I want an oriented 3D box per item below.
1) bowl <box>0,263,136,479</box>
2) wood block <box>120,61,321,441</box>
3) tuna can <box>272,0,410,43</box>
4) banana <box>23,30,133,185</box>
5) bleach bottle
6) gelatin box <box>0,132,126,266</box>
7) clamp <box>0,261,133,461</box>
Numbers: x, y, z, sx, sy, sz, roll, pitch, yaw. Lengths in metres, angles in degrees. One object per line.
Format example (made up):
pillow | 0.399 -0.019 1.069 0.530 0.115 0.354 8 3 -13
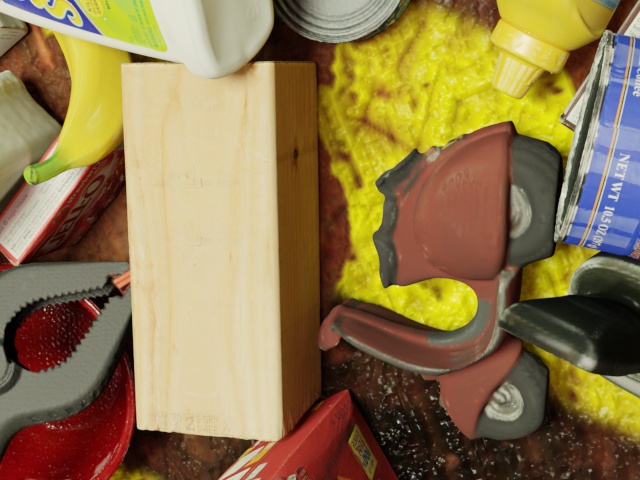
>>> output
bowl | -0.182 0.089 0.693 0.162 0.055 0.162 3 100 16
wood block | -0.053 0.001 0.620 0.090 0.090 0.206 2 100 15
tuna can | 0.012 -0.155 0.603 0.086 0.033 0.086 3 100 16
banana | -0.145 -0.114 0.623 0.037 0.069 0.198 -53 43 41
bleach bottle | -0.149 -0.155 0.577 0.251 0.068 0.102 14 133 30
gelatin box | -0.154 -0.029 0.654 0.030 0.073 0.089 42 108 5
clamp | -0.185 0.086 0.614 0.210 0.036 0.164 -27 80 -7
